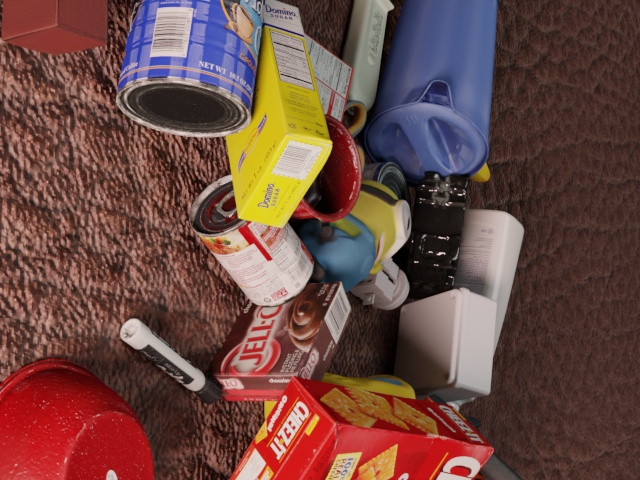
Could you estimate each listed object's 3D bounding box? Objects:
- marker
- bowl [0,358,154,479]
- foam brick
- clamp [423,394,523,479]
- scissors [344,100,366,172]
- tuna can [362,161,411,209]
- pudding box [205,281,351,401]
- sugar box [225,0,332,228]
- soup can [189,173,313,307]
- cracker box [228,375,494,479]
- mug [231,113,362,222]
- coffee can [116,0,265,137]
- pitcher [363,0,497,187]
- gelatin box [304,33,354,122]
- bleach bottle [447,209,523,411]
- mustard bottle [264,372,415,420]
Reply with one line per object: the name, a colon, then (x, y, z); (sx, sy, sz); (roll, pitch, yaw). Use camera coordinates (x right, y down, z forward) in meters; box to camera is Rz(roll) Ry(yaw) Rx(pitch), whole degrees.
marker: (-0.114, 0.097, 0.836); (0.121, 0.020, 0.020); (49, 46, -46)
bowl: (-0.161, 0.160, 0.713); (0.161, 0.055, 0.162); (12, 76, -59)
foam brick: (-0.180, -0.171, 0.727); (0.051, 0.053, 0.078); (11, 77, -59)
clamp: (0.156, 0.214, 1.122); (0.039, 0.120, 0.171); (-51, 139, 6)
scissors: (-0.003, -0.063, 1.048); (0.201, 0.016, 0.096); (-53, 140, -38)
tuna can: (0.065, -0.041, 1.143); (0.086, 0.034, 0.086); (13, 75, -58)
pudding box: (-0.033, 0.086, 0.905); (0.113, 0.090, 0.039); (-61, 137, -44)
sugar box: (-0.041, -0.106, 0.853); (0.048, 0.093, 0.176); (11, 42, -28)
soup can: (-0.056, 0.001, 0.899); (0.102, 0.069, 0.068); (56, 42, -41)
cracker box: (0.026, 0.209, 0.888); (0.213, 0.072, 0.164); (19, 108, -44)
mug: (-0.024, -0.071, 0.938); (0.093, 0.082, 0.117); (4, 83, -48)
coffee can: (-0.096, -0.163, 0.820); (0.102, 0.103, 0.140); (31, 60, -54)
pitcher: (0.131, -0.186, 1.203); (0.144, 0.149, 0.242); (39, 49, -32)
gelatin box: (-0.013, -0.151, 1.011); (0.089, 0.030, 0.073); (31, 59, -35)
bleach bottle: (0.165, 0.088, 1.253); (0.068, 0.103, 0.250); (35, 64, -45)
mustard bottle: (0.035, 0.154, 1.005); (0.191, 0.096, 0.058); (13, 73, -59)
